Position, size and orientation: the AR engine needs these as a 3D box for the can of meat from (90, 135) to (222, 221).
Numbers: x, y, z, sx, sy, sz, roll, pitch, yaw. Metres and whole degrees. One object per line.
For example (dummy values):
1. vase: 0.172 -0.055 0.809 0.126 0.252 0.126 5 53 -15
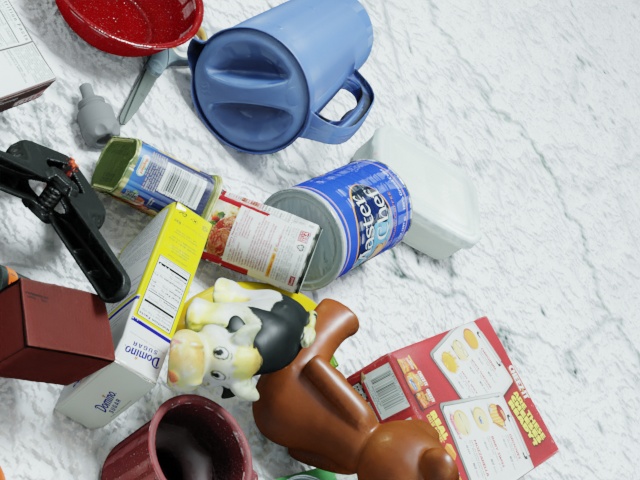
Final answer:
1. can of meat: -0.146 -0.050 0.933 0.083 0.102 0.057 27 83 -27

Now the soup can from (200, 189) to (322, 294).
1. soup can: -0.056 0.001 0.981 0.102 0.069 0.068 21 42 0

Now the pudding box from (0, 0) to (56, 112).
1. pudding box: -0.281 -0.145 0.854 0.113 0.039 0.090 -34 93 -49

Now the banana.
1. banana: -0.055 0.070 0.985 0.197 0.037 0.069 17 48 -39

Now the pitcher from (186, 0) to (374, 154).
1. pitcher: -0.021 -0.189 1.153 0.242 0.145 0.149 -48 122 -56

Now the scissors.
1. scissors: -0.179 -0.190 1.076 0.096 0.016 0.201 47 37 -6

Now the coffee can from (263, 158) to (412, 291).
1. coffee can: 0.016 -0.018 1.077 0.140 0.103 0.103 -26 82 -53

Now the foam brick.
1. foam brick: -0.192 0.065 0.743 0.078 0.051 0.053 20 48 -49

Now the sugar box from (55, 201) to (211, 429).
1. sugar box: -0.146 0.058 0.850 0.048 0.093 0.176 33 42 -22

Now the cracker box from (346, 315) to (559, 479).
1. cracker box: 0.134 0.178 1.066 0.213 0.072 0.164 -11 71 -55

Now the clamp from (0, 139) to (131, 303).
1. clamp: -0.201 -0.027 0.820 0.164 0.036 0.210 44 5 -8

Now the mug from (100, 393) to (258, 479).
1. mug: -0.103 0.178 0.811 0.117 0.082 0.093 21 48 -35

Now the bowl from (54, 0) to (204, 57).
1. bowl: -0.198 -0.233 1.043 0.162 0.055 0.162 18 50 -23
